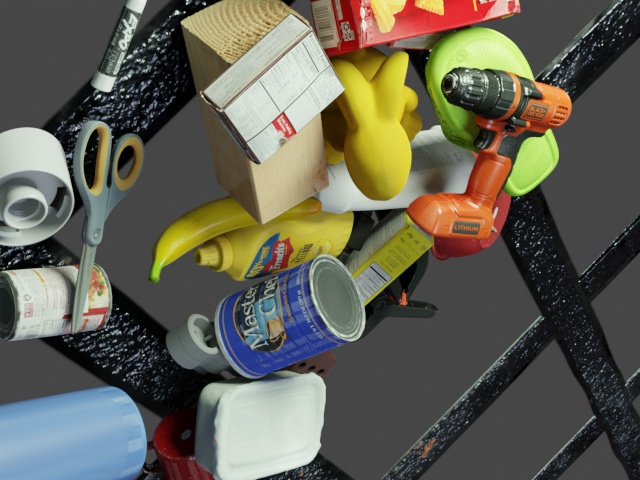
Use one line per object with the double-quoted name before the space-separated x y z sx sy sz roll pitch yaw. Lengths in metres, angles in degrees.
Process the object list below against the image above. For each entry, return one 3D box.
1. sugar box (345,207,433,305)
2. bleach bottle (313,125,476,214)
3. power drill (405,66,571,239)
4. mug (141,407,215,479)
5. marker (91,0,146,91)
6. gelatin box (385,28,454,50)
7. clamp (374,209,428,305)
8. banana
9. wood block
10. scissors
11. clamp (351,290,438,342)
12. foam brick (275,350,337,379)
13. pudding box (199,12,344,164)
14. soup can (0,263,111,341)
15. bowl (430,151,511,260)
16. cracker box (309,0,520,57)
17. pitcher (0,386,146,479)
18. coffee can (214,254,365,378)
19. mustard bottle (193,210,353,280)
"sugar box" 0.058 0.031 1.277 0.048 0.093 0.176 39 112 -13
"bleach bottle" 0.059 -0.078 1.225 0.250 0.103 0.068 -8 131 -33
"power drill" 0.165 -0.092 1.127 0.184 0.057 0.188 5 122 -40
"mug" -0.170 0.261 1.310 0.117 0.093 0.081 -6 132 6
"marker" -0.173 -0.189 0.945 0.020 0.020 0.121 5 119 -47
"gelatin box" 0.084 -0.227 1.120 0.089 0.073 0.030 -7 127 -41
"clamp" 0.098 -0.001 1.344 0.120 0.039 0.171 3 105 -31
"banana" -0.098 -0.016 1.125 0.197 0.070 0.037 -25 151 -10
"wood block" -0.061 -0.131 1.051 0.090 0.090 0.206 -31 141 -20
"scissors" -0.205 -0.018 1.021 0.096 0.016 0.202 -24 124 -53
"clamp" 0.075 0.083 1.416 0.209 0.036 0.164 -33 132 -17
"foam brick" -0.026 0.151 1.370 0.053 0.051 0.078 -53 143 7
"pudding box" -0.041 -0.135 0.959 0.113 0.039 0.090 -44 142 -7
"soup can" -0.264 0.059 1.038 0.102 0.069 0.069 -5 126 -42
"bowl" 0.202 -0.042 1.376 0.161 0.055 0.162 -41 142 -44
"cracker box" 0.085 -0.277 1.022 0.213 0.072 0.164 -19 103 -32
"pitcher" -0.312 0.231 1.111 0.242 0.149 0.145 -9 113 -44
"coffee can" -0.035 0.087 1.210 0.141 0.103 0.102 -24 154 30
"mustard bottle" -0.058 0.002 1.197 0.191 0.058 0.096 -11 148 -37
